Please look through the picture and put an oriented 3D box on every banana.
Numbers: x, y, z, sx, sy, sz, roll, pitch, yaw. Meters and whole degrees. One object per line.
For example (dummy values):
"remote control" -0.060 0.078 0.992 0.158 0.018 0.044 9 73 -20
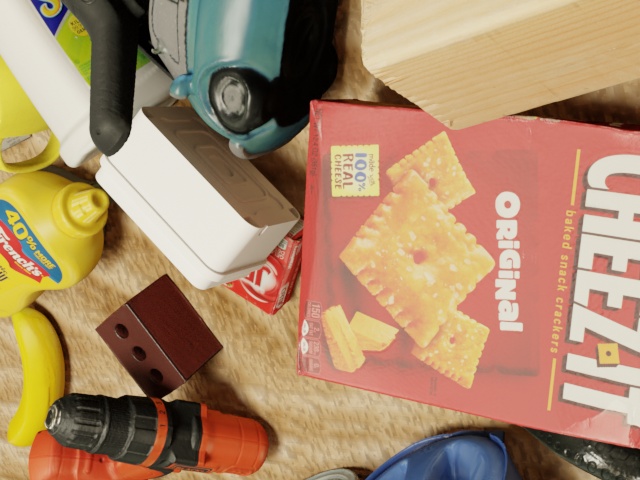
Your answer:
"banana" -0.264 0.132 0.985 0.070 0.037 0.198 39 133 34

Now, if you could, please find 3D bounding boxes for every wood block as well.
"wood block" 0.127 -0.127 0.473 0.206 0.090 0.090 -13 68 33

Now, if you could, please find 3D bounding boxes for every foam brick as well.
"foam brick" -0.127 0.077 0.840 0.078 0.051 0.053 52 133 -2

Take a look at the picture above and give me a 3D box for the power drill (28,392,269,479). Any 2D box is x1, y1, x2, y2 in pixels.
"power drill" -0.162 0.167 0.857 0.184 0.057 0.188 19 153 -34

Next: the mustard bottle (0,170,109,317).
"mustard bottle" -0.223 -0.003 0.833 0.192 0.058 0.096 -22 106 43

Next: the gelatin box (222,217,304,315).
"gelatin box" -0.055 0.001 0.757 0.089 0.030 0.073 32 130 16

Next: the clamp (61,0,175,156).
"clamp" -0.112 -0.136 0.673 0.036 0.164 0.210 -37 69 28

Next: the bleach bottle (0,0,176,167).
"bleach bottle" -0.198 -0.177 0.703 0.251 0.102 0.068 53 140 -4

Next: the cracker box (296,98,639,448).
"cracker box" 0.095 0.012 0.586 0.214 0.072 0.164 9 101 26
